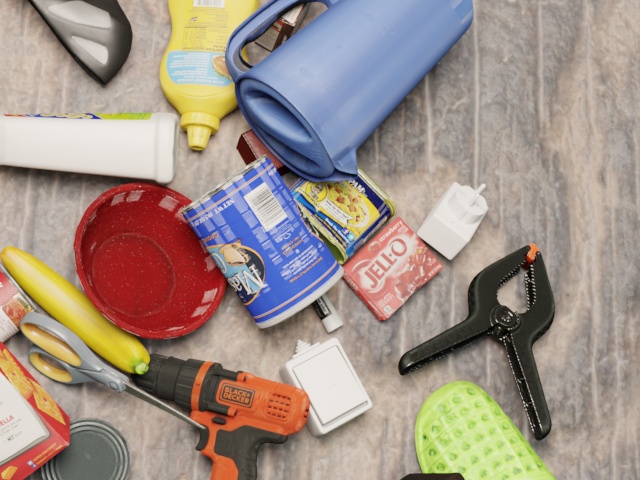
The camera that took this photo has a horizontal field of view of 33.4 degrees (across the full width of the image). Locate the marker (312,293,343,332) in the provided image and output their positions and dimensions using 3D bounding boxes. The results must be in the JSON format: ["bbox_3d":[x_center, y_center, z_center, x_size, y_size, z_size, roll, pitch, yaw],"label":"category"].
[{"bbox_3d":[-0.013,0.040,1.122,0.020,0.020,0.121,-28,83,-15],"label":"marker"}]

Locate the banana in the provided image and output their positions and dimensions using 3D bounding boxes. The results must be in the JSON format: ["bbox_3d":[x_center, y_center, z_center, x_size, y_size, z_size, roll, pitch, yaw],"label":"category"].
[{"bbox_3d":[-0.234,0.073,1.051,0.198,0.070,0.037,35,67,16],"label":"banana"}]

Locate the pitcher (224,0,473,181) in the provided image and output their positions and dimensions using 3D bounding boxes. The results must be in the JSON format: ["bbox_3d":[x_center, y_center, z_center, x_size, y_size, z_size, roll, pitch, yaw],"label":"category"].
[{"bbox_3d":[0.032,-0.190,1.071,0.242,0.145,0.149,-45,130,-18],"label":"pitcher"}]

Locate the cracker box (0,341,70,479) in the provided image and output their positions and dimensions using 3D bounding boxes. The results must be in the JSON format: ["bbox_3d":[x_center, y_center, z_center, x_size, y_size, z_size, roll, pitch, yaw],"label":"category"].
[{"bbox_3d":[-0.357,0.146,0.963,0.164,0.072,0.213,-37,109,-1],"label":"cracker box"}]

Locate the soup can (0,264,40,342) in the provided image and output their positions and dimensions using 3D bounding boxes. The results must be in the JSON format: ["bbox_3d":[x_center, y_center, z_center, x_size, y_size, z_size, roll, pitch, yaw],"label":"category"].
[{"bbox_3d":[-0.333,0.078,1.034,0.102,0.068,0.068,-39,87,-15],"label":"soup can"}]

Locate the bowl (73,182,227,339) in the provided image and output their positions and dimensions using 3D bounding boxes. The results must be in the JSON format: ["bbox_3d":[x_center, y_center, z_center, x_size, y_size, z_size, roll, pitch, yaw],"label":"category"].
[{"bbox_3d":[-0.176,0.026,1.064,0.161,0.055,0.162,12,65,-28],"label":"bowl"}]

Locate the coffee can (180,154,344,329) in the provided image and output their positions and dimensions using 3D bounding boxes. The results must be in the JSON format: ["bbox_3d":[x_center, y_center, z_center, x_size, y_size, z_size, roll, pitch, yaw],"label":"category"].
[{"bbox_3d":[-0.057,0.001,1.053,0.102,0.103,0.140,-36,97,-15],"label":"coffee can"}]

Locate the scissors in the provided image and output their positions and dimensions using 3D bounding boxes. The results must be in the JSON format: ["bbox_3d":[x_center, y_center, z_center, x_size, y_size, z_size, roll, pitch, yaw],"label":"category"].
[{"bbox_3d":[-0.208,0.140,1.034,0.201,0.096,0.016,37,51,-5],"label":"scissors"}]

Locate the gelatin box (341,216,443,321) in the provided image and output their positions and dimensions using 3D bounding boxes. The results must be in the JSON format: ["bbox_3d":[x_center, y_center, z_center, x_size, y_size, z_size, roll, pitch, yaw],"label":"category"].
[{"bbox_3d":[0.074,0.031,1.134,0.089,0.030,0.073,-41,87,-16],"label":"gelatin box"}]

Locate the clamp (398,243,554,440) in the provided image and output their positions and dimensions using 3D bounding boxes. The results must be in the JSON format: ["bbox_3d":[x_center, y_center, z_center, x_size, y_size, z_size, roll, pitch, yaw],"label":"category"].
[{"bbox_3d":[0.179,0.088,1.115,0.164,0.036,0.210,20,60,1],"label":"clamp"}]

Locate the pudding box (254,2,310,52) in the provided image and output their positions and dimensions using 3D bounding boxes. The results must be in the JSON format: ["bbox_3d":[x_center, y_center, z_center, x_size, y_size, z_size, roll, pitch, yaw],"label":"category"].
[{"bbox_3d":[-0.027,-0.267,1.152,0.039,0.090,0.113,26,75,-4],"label":"pudding box"}]

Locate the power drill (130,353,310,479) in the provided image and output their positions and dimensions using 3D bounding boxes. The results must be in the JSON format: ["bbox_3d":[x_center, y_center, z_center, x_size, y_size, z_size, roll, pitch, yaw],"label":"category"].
[{"bbox_3d":[-0.117,0.211,1.035,0.184,0.057,0.187,12,81,15],"label":"power drill"}]

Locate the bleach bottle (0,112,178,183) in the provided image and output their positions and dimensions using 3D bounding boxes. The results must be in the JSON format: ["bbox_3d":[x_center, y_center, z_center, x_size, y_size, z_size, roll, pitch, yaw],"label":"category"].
[{"bbox_3d":[-0.270,-0.099,1.063,0.250,0.102,0.068,2,101,-5],"label":"bleach bottle"}]

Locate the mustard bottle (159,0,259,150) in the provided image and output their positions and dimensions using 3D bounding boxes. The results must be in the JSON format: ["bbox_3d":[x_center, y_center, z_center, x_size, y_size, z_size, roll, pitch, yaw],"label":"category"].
[{"bbox_3d":[-0.121,-0.189,1.134,0.096,0.058,0.191,4,77,3],"label":"mustard bottle"}]

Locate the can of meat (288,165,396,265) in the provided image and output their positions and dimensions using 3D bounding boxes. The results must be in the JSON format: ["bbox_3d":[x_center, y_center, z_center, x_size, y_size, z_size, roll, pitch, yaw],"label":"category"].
[{"bbox_3d":[0.014,-0.034,1.117,0.102,0.058,0.083,45,65,2],"label":"can of meat"}]

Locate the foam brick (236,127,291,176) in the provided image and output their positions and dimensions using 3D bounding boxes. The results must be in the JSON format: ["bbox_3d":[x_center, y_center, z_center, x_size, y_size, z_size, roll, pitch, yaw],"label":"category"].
[{"bbox_3d":[-0.041,-0.101,1.132,0.078,0.053,0.051,-28,84,-15],"label":"foam brick"}]

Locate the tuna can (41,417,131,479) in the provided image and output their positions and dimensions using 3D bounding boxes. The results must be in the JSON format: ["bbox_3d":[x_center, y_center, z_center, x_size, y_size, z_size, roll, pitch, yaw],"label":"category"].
[{"bbox_3d":[-0.227,0.216,1.039,0.086,0.034,0.086,2,77,-9],"label":"tuna can"}]
